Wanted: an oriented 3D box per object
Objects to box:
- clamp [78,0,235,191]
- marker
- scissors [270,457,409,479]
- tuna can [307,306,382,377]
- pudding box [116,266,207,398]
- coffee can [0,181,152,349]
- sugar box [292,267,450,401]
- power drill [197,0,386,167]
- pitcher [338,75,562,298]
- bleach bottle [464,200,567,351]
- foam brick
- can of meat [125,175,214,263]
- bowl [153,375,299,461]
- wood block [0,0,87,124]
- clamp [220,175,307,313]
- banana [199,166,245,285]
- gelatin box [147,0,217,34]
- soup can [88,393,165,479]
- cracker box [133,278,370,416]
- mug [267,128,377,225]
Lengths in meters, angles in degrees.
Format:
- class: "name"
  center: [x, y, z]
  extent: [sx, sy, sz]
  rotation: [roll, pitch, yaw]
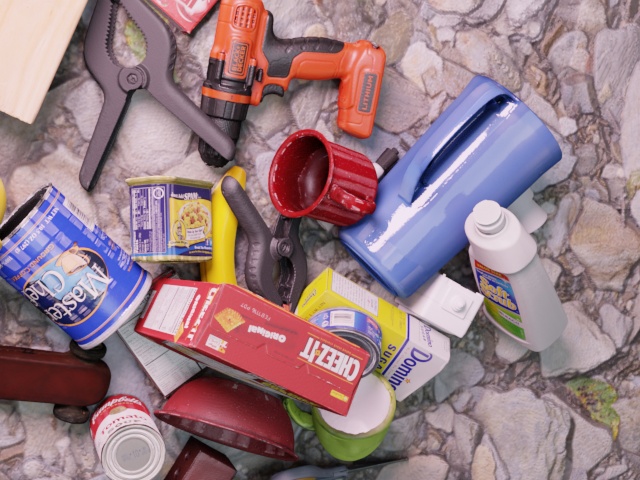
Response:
- class: "clamp"
  center: [-0.194, -0.156, 1.081]
  extent: [0.164, 0.036, 0.210]
  rotation: [-19, 98, 5]
- class: "marker"
  center: [0.044, -0.059, 1.197]
  extent: [0.121, 0.020, 0.020]
  rotation: [-45, 110, -6]
- class: "scissors"
  center: [0.017, 0.262, 1.217]
  extent: [0.201, 0.096, 0.016]
  rotation: [-11, 69, -14]
- class: "tuna can"
  center: [0.023, 0.113, 1.145]
  extent: [0.086, 0.033, 0.086]
  rotation: [3, 132, 3]
- class: "pudding box"
  center: [-0.164, 0.099, 1.146]
  extent: [0.090, 0.039, 0.113]
  rotation: [-35, 107, -10]
- class: "coffee can"
  center: [-0.254, 0.026, 1.068]
  extent: [0.103, 0.103, 0.140]
  rotation: [-47, 110, -6]
- class: "sugar box"
  center: [0.051, 0.109, 1.194]
  extent: [0.176, 0.048, 0.093]
  rotation: [32, 127, -18]
- class: "power drill"
  center: [-0.033, -0.158, 1.133]
  extent: [0.187, 0.057, 0.184]
  rotation: [7, 104, -21]
- class: "pitcher"
  center: [0.134, -0.059, 1.166]
  extent: [0.243, 0.145, 0.149]
  rotation: [-45, 109, -3]
- class: "bleach bottle"
  center: [0.202, 0.029, 1.159]
  extent: [0.068, 0.103, 0.250]
  rotation: [-45, 144, -8]
- class: "foam brick"
  center: [-0.138, 0.267, 1.178]
  extent: [0.051, 0.053, 0.078]
  rotation: [33, 87, -21]
- class: "can of meat"
  center: [-0.151, -0.019, 1.089]
  extent: [0.102, 0.058, 0.084]
  rotation: [4, 84, -63]
- class: "bowl"
  center: [-0.092, 0.184, 1.133]
  extent: [0.162, 0.162, 0.055]
  rotation: [24, 72, -21]
- class: "wood block"
  center: [-0.278, -0.225, 1.021]
  extent: [0.090, 0.091, 0.206]
  rotation: [24, 91, -22]
- class: "clamp"
  center: [-0.057, 0.001, 1.143]
  extent: [0.120, 0.039, 0.171]
  rotation: [-1, 92, -36]
- class: "banana"
  center: [-0.100, 0.021, 1.157]
  extent: [0.069, 0.037, 0.198]
  rotation: [-19, 108, -37]
- class: "gelatin box"
  center: [-0.146, -0.267, 1.090]
  extent: [0.089, 0.030, 0.073]
  rotation: [41, 86, -20]
- class: "soup can"
  center: [-0.203, 0.208, 1.118]
  extent: [0.068, 0.102, 0.068]
  rotation: [-3, 101, -18]
- class: "cracker box"
  center: [-0.072, 0.097, 1.041]
  extent: [0.164, 0.214, 0.072]
  rotation: [27, 79, -21]
- class: "mug"
  center: [0.013, -0.057, 1.107]
  extent: [0.081, 0.117, 0.093]
  rotation: [15, 102, -45]
